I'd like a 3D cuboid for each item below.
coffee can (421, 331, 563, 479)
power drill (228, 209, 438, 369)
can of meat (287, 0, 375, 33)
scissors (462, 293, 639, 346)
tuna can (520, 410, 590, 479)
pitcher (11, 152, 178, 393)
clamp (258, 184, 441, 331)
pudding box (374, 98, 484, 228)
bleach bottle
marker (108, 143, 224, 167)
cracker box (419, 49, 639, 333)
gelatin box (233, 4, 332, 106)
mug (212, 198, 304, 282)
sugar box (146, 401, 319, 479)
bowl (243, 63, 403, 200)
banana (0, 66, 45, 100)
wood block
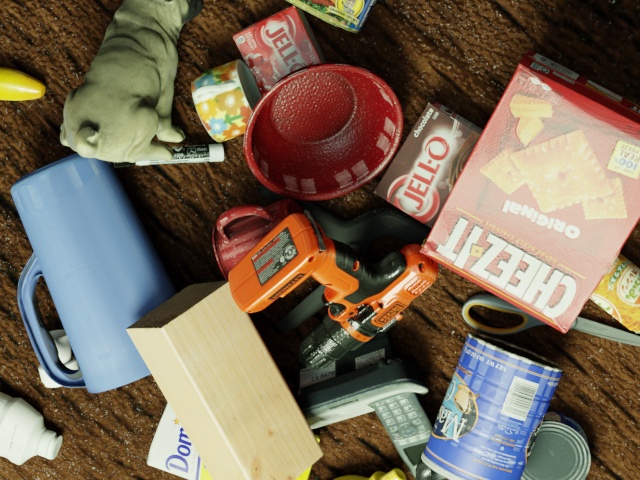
[{"bbox_3d":[0.175,0.177,1.091,0.103,0.102,0.140,20,93,5],"label":"coffee can"},{"bbox_3d":[0.001,0.053,1.044,0.185,0.187,0.057,-43,51,22],"label":"power drill"},{"bbox_3d":[0.014,-0.263,1.048,0.102,0.057,0.084,29,111,3],"label":"can of meat"},{"bbox_3d":[0.249,0.063,1.109,0.202,0.016,0.096,2,105,10],"label":"scissors"},{"bbox_3d":[0.244,0.227,1.143,0.086,0.033,0.086,3,105,10],"label":"tuna can"},{"bbox_3d":[-0.242,0.035,1.140,0.145,0.149,0.243,-15,100,55],"label":"pitcher"},{"bbox_3d":[0.036,0.023,1.128,0.210,0.036,0.164,4,106,13],"label":"clamp"},{"bbox_3d":[0.121,-0.073,1.085,0.090,0.039,0.114,31,108,2],"label":"pudding box"},{"bbox_3d":[-0.429,0.212,1.256,0.251,0.068,0.103,17,107,4],"label":"bleach bottle"},{"bbox_3d":[-0.162,-0.089,1.122,0.121,0.020,0.020,-5,105,-12],"label":"marker"},{"bbox_3d":[0.213,-0.044,0.999,0.164,0.072,0.214,30,116,9],"label":"cracker box"},{"bbox_3d":[-0.037,-0.186,1.091,0.073,0.030,0.089,-23,100,15],"label":"gelatin box"},{"bbox_3d":[-0.057,0.001,1.077,0.082,0.093,0.117,-23,136,17],"label":"mug"},{"bbox_3d":[-0.097,0.234,1.191,0.176,0.048,0.093,18,82,3],"label":"sugar box"},{"bbox_3d":[-0.001,-0.119,1.067,0.162,0.055,0.162,-8,131,-9],"label":"bowl"},{"bbox_3d":[-0.396,-0.153,1.169,0.198,0.037,0.069,-22,117,17],"label":"banana"},{"bbox_3d":[-0.095,0.152,1.073,0.091,0.090,0.206,-10,111,57],"label":"wood block"}]
